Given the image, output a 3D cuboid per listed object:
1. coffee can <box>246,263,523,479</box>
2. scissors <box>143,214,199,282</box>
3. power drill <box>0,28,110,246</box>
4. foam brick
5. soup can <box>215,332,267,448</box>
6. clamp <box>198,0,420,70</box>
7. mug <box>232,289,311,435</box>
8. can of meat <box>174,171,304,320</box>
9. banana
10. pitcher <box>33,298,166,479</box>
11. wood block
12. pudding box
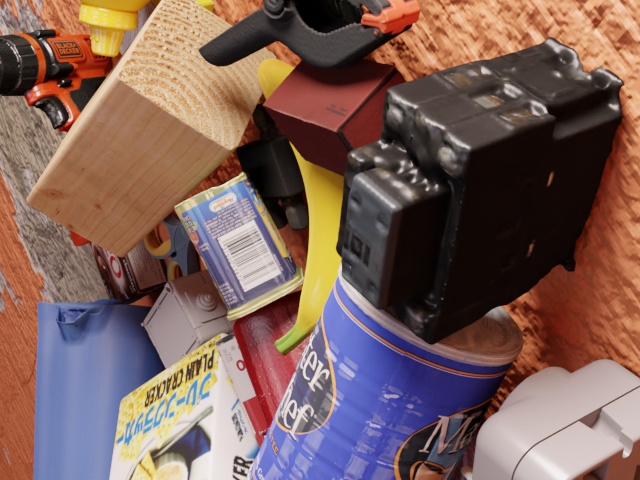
[{"bbox_3d":[0.032,0.090,0.573,0.103,0.102,0.140,41,116,41],"label":"coffee can"},{"bbox_3d":[-0.109,0.008,0.938,0.202,0.016,0.096,-5,106,60],"label":"scissors"},{"bbox_3d":[-0.216,-0.092,0.910,0.057,0.184,0.187,-28,89,31],"label":"power drill"},{"bbox_3d":[0.015,-0.071,0.614,0.078,0.053,0.051,29,163,51],"label":"foam brick"},{"bbox_3d":[-0.030,0.111,0.815,0.102,0.068,0.069,66,151,6],"label":"soup can"},{"bbox_3d":[-0.019,-0.133,0.604,0.172,0.039,0.120,35,142,35],"label":"clamp"},{"bbox_3d":[-0.007,0.078,0.731,0.081,0.093,0.117,69,157,10],"label":"mug"},{"bbox_3d":[-0.055,0.001,0.730,0.084,0.057,0.102,63,180,-5],"label":"can of meat"},{"bbox_3d":[-0.004,-0.030,0.670,0.037,0.070,0.198,43,-139,-67],"label":"banana"},{"bbox_3d":[-0.206,0.179,1.022,0.145,0.149,0.243,-9,76,59],"label":"pitcher"},{"bbox_3d":[-0.128,-0.077,0.777,0.090,0.090,0.206,32,146,-16],"label":"wood block"},{"bbox_3d":[-0.198,0.004,1.061,0.090,0.039,0.113,-26,85,61],"label":"pudding box"}]
